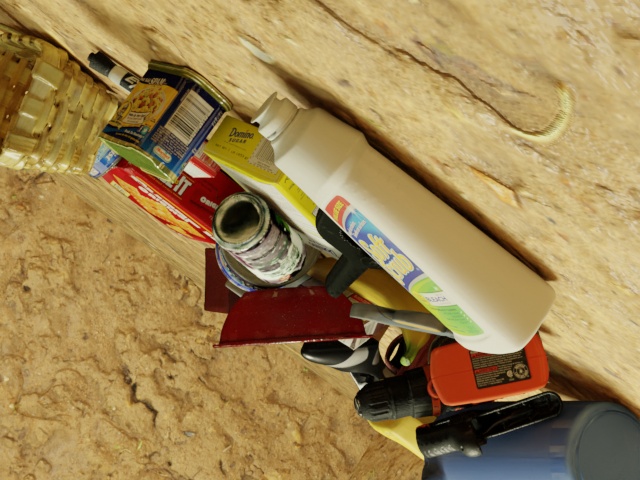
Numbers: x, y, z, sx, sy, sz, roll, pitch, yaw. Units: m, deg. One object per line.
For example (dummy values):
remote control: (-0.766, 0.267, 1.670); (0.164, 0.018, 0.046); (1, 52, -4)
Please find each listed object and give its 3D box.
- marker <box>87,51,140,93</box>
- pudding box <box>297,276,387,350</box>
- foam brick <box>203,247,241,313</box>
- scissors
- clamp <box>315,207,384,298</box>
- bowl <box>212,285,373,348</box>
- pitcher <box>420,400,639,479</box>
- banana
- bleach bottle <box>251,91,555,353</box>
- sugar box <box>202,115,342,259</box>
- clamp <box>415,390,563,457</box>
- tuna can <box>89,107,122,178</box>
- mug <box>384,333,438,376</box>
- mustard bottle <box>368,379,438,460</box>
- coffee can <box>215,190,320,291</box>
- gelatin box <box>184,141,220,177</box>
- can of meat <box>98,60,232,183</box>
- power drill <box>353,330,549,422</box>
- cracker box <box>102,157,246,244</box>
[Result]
marker: (-0.177, -0.147, 1.044); (0.121, 0.020, 0.020); (34, 171, 3)
pudding box: (0.030, 0.070, 1.199); (0.090, 0.039, 0.113); (29, -157, 18)
foam brick: (-0.106, 0.048, 1.294); (0.052, 0.078, 0.051); (-1, -178, -41)
scissors: (0.124, 0.082, 0.984); (0.201, 0.016, 0.096); (12, 174, -25)
clamp: (0.062, 0.009, 0.893); (0.165, 0.036, 0.210); (9, 154, 19)
bowl: (-0.029, 0.076, 1.070); (0.162, 0.055, 0.162); (-4, 175, -1)
pitcher: (0.230, 0.222, 1.100); (0.145, 0.149, 0.243); (33, 157, -17)
banana: (0.060, 0.058, 1.124); (0.198, 0.069, 0.037); (40, 139, 47)
bleach bottle: (0.052, -0.016, 0.778); (0.250, 0.068, 0.103); (39, 167, -14)
sugar box: (-0.020, -0.040, 0.961); (0.093, 0.048, 0.176); (27, 171, 37)
clamp: (0.140, 0.187, 1.034); (0.172, 0.120, 0.039); (-30, 75, 50)
tuna can: (-0.255, -0.117, 1.270); (0.033, 0.086, 0.086); (40, 170, -24)
mug: (0.133, 0.154, 1.292); (0.117, 0.081, 0.093); (30, 170, 25)
mustard bottle: (0.141, 0.238, 1.246); (0.191, 0.058, 0.096); (38, 180, -21)
coffee can: (-0.057, 0.001, 1.121); (0.103, 0.103, 0.140); (35, 171, -3)
gelatin box: (-0.147, -0.100, 1.151); (0.073, 0.030, 0.089); (36, 171, -19)
can of meat: (-0.137, -0.103, 0.925); (0.057, 0.084, 0.102); (41, 169, -35)
power drill: (0.128, 0.132, 1.013); (0.188, 0.184, 0.057); (106, 151, -78)
cracker box: (-0.176, -0.063, 1.309); (0.164, 0.072, 0.214); (37, 170, -20)
